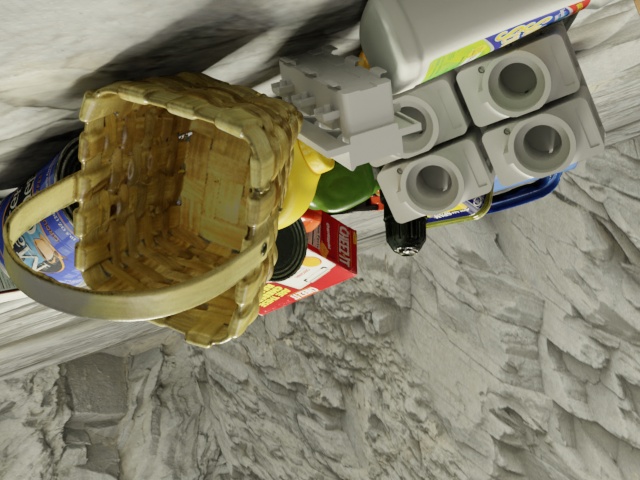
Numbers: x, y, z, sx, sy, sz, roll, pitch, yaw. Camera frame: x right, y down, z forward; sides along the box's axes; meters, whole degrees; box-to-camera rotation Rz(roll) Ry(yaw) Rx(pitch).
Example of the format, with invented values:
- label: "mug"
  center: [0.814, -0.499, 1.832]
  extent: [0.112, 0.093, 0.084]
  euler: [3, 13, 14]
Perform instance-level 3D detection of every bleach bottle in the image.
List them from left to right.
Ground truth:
- label: "bleach bottle"
  center: [0.157, -0.189, 0.818]
  extent: [0.250, 0.068, 0.102]
  euler: [-22, 175, -8]

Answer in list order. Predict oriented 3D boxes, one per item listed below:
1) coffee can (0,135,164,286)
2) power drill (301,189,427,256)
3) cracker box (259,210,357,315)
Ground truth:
- label: "coffee can"
  center: [-0.208, -0.021, 0.913]
  extent: [0.102, 0.103, 0.141]
  euler: [-16, 173, -41]
- label: "power drill"
  center: [0.036, -0.061, 1.103]
  extent: [0.188, 0.184, 0.057]
  euler: [-14, 158, 42]
- label: "cracker box"
  center: [-0.087, -0.002, 1.227]
  extent: [0.164, 0.072, 0.213]
  euler: [-24, 140, 38]
